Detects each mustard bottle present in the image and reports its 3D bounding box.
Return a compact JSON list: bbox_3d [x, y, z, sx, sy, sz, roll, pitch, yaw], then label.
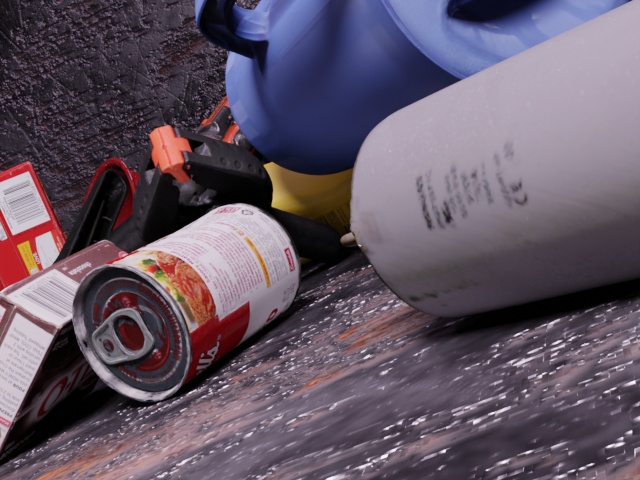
[{"bbox_3d":[0.033,-0.042,0.701,0.191,0.058,0.096,-24,-29,5],"label":"mustard bottle"}]

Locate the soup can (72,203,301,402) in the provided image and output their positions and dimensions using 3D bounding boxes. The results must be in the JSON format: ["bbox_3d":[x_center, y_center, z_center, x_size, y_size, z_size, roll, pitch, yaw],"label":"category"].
[{"bbox_3d":[-0.063,0.027,0.526,0.069,0.068,0.102,-22,6,36],"label":"soup can"}]

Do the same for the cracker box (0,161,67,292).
[{"bbox_3d":[-0.274,0.026,0.988,0.072,0.164,0.214,-26,5,-20],"label":"cracker box"}]

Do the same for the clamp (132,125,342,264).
[{"bbox_3d":[-0.049,-0.010,0.615,0.120,0.039,0.171,-26,-29,-9],"label":"clamp"}]

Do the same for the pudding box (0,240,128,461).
[{"bbox_3d":[-0.141,0.056,0.562,0.090,0.039,0.113,-62,-9,19],"label":"pudding box"}]

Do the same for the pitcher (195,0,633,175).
[{"bbox_3d":[0.025,-0.108,0.528,0.145,0.149,0.243,-48,10,-21],"label":"pitcher"}]

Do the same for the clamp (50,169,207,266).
[{"bbox_3d":[-0.172,0.029,0.727,0.210,0.036,0.165,-51,25,-10],"label":"clamp"}]
